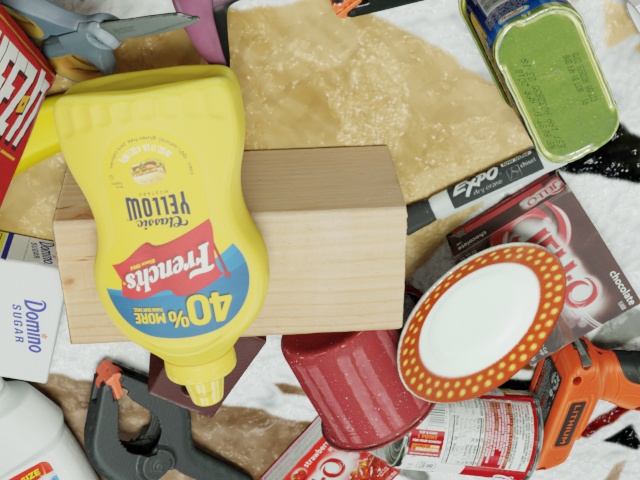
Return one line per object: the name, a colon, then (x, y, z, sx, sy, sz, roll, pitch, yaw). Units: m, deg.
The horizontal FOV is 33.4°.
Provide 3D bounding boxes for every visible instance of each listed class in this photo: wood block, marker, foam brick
wood block: (-0.054, 0.002, 0.673, 0.206, 0.091, 0.090, -3, 122, -4)
marker: (0.104, -0.034, 0.707, 0.121, 0.020, 0.020, -25, 120, 10)
foam brick: (-0.078, 0.072, 0.737, 0.053, 0.051, 0.078, 25, 116, -19)

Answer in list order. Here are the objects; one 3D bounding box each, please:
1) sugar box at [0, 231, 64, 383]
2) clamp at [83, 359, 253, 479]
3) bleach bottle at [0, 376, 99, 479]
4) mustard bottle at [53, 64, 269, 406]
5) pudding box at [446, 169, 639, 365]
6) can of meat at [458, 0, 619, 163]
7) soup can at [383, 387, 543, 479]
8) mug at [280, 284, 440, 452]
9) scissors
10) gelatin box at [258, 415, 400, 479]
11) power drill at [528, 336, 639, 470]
sugar box: (-0.258, 0.033, 0.701, 0.176, 0.048, 0.093, 11, 117, -15)
clamp: (-0.130, 0.168, 0.782, 0.120, 0.039, 0.171, -42, 118, -20)
bleach bottle: (-0.214, 0.197, 0.796, 0.102, 0.068, 0.251, -16, 119, 3)
mustard bottle: (-0.078, 0.005, 0.585, 0.096, 0.058, 0.191, -6, 112, 5)
pudding box: (0.153, 0.019, 0.733, 0.090, 0.039, 0.113, -32, 118, 14)
can of meat: (0.129, -0.106, 0.628, 0.057, 0.084, 0.102, -27, 120, 11)
soup can: (0.103, 0.138, 0.785, 0.102, 0.068, 0.068, 8, 120, -9)
mug: (0.034, 0.077, 0.737, 0.117, 0.093, 0.081, -38, 117, -18)
scissors: (-0.129, -0.117, 0.550, 0.096, 0.202, 0.016, 32, 76, -18)
gelatin box: (0.006, 0.183, 0.825, 0.073, 0.030, 0.089, 31, 114, -21)
power drill: (0.249, 0.139, 0.807, 0.187, 0.057, 0.184, 5, 117, -11)
